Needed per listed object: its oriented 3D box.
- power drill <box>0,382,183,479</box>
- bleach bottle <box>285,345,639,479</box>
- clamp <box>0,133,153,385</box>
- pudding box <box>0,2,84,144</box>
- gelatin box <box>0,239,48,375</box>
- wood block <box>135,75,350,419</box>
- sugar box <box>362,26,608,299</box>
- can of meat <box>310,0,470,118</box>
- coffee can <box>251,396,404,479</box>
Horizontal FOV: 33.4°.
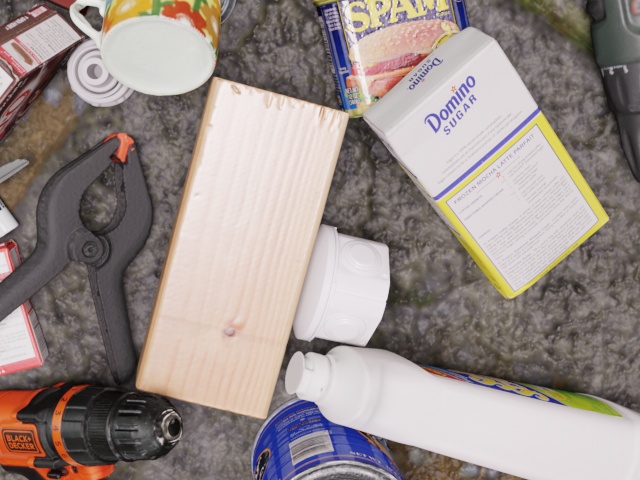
[{"bbox_3d":[-0.144,0.184,0.716,0.185,0.057,0.187,-5,105,38],"label":"power drill"},{"bbox_3d":[0.098,0.118,0.719,0.250,0.103,0.068,16,92,-21],"label":"bleach bottle"},{"bbox_3d":[-0.154,0.014,0.728,0.120,0.039,0.171,30,84,-32],"label":"clamp"},{"bbox_3d":[-0.208,-0.089,0.669,0.039,0.090,0.114,41,120,-8],"label":"pudding box"},{"bbox_3d":[-0.237,0.051,0.739,0.073,0.030,0.089,-15,100,-1],"label":"gelatin box"},{"bbox_3d":[-0.055,0.001,0.717,0.090,0.090,0.206,15,97,-8],"label":"wood block"},{"bbox_3d":[0.114,-0.049,0.716,0.093,0.048,0.176,-40,121,1],"label":"sugar box"},{"bbox_3d":[0.052,-0.136,0.722,0.102,0.057,0.084,-15,102,-3],"label":"can of meat"},{"bbox_3d":[0.006,0.173,0.724,0.102,0.140,0.103,-1,99,-5],"label":"coffee can"}]
